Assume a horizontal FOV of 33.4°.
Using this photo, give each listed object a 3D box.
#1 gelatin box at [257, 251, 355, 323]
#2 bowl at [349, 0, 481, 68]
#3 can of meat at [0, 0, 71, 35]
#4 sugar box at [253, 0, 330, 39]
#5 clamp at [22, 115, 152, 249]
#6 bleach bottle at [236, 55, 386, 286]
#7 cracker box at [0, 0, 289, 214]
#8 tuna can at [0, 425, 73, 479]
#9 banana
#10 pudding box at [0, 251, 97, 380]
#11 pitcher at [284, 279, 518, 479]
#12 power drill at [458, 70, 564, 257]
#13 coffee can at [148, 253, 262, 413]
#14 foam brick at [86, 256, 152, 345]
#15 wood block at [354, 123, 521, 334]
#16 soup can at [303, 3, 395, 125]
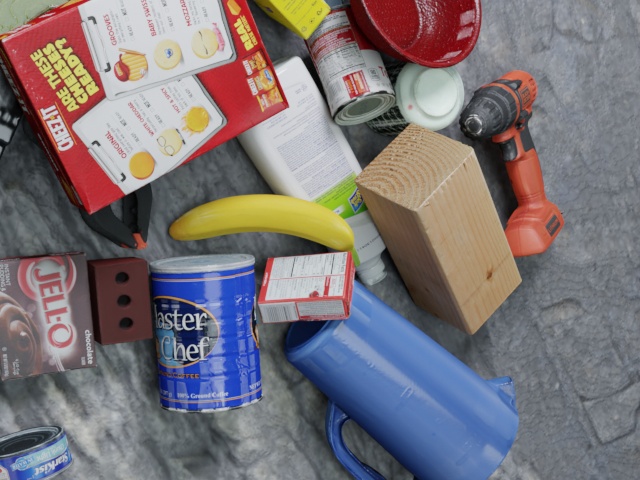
[{"bbox_3d":[-0.012,0.047,1.051,0.089,0.073,0.030,-4,126,10],"label":"gelatin box"},{"bbox_3d":[0.082,-0.237,1.050,0.161,0.055,0.162,11,71,-34],"label":"bowl"},{"bbox_3d":[-0.278,-0.197,0.963,0.102,0.084,0.057,8,90,-24],"label":"can of meat"},{"bbox_3d":[-0.073,-0.271,1.014,0.048,0.093,0.176,-50,128,3],"label":"sugar box"},{"bbox_3d":[-0.212,-0.065,1.008,0.120,0.039,0.171,-23,109,-35],"label":"clamp"},{"bbox_3d":[-0.007,-0.059,1.101,0.102,0.068,0.251,-34,108,-14],"label":"bleach bottle"},{"bbox_3d":[-0.156,-0.146,0.943,0.213,0.072,0.164,-31,111,-20],"label":"cracker box"},{"bbox_3d":[-0.275,0.201,0.988,0.086,0.086,0.034,-15,97,-22],"label":"tuna can"},{"bbox_3d":[-0.049,-0.014,1.062,0.197,0.037,0.070,10,116,-6],"label":"banana"},{"bbox_3d":[-0.264,0.070,1.009,0.089,0.039,0.113,-6,96,-23],"label":"pudding box"},{"bbox_3d":[0.075,0.159,1.118,0.242,0.145,0.149,41,46,-16],"label":"pitcher"},{"bbox_3d":[0.208,-0.081,1.152,0.184,0.057,0.187,-38,117,-56],"label":"power drill"},{"bbox_3d":[-0.111,0.088,1.042,0.102,0.103,0.140,-5,96,-23],"label":"coffee can"},{"bbox_3d":[-0.195,0.057,1.031,0.052,0.051,0.078,-7,96,-23],"label":"foam brick"},{"bbox_3d":[0.125,-0.008,1.099,0.090,0.090,0.206,-45,136,-16],"label":"wood block"},{"bbox_3d":[0.028,-0.175,1.069,0.068,0.069,0.102,-13,74,-22],"label":"soup can"}]
